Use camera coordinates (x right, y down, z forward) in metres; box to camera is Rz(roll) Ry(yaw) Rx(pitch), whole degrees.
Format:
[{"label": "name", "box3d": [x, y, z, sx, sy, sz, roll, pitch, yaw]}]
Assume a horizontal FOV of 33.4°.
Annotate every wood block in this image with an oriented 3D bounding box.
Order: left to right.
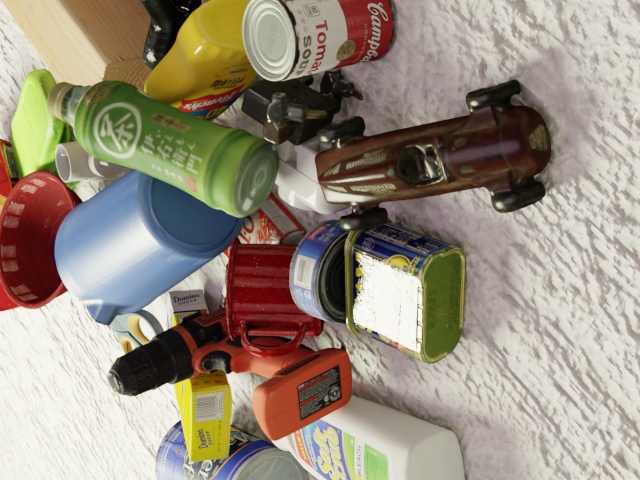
[{"label": "wood block", "box3d": [-0.243, -0.226, 1.113, 0.206, 0.090, 0.090, 52, 139, 24]}]

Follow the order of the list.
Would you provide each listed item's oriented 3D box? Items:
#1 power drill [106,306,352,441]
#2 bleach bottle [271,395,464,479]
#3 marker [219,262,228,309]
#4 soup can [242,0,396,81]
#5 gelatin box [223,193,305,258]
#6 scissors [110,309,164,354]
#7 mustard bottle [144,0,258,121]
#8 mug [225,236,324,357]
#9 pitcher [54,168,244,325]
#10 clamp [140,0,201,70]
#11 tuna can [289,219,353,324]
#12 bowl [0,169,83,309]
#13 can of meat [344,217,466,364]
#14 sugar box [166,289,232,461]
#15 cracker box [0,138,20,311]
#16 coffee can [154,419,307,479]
[{"label": "power drill", "box3d": [-0.078, 0.117, 0.977, 0.188, 0.184, 0.057, 21, 126, 46]}, {"label": "bleach bottle", "box3d": [0.023, 0.193, 0.987, 0.251, 0.067, 0.102, 11, 111, 52]}, {"label": "marker", "box3d": [-0.097, 0.070, 1.120, 0.020, 0.020, 0.121, 42, 135, 33]}, {"label": "soup can", "box3d": [-0.001, -0.164, 0.821, 0.069, 0.102, 0.068, 25, 124, 44]}, {"label": "gelatin box", "box3d": [-0.057, 0.001, 1.028, 0.073, 0.030, 0.089, 48, 138, 29]}, {"label": "scissors", "box3d": [-0.236, 0.076, 1.224, 0.202, 0.016, 0.096, 50, 136, 18]}, {"label": "mustard bottle", "box3d": [-0.107, -0.148, 0.968, 0.192, 0.096, 0.058, -38, 73, 52]}, {"label": "mug", "box3d": [-0.038, 0.053, 0.948, 0.093, 0.081, 0.117, 87, -174, -47]}, {"label": "pitcher", "box3d": [-0.168, -0.020, 1.069, 0.243, 0.144, 0.149, -25, 93, 58]}, {"label": "clamp", "box3d": [-0.128, -0.217, 0.986, 0.039, 0.120, 0.172, 37, 155, 9]}, {"label": "tuna can", "box3d": [0.017, 0.027, 0.899, 0.034, 0.085, 0.086, 17, 119, 46]}, {"label": "bowl", "box3d": [-0.313, 0.001, 1.248, 0.162, 0.055, 0.162, -6, 81, 41]}, {"label": "can of meat", "box3d": [0.069, 0.041, 0.863, 0.084, 0.057, 0.102, 22, 123, 42]}, {"label": "sugar box", "box3d": [-0.130, 0.137, 1.115, 0.176, 0.048, 0.093, -120, 30, -55]}, {"label": "cracker box", "box3d": [-0.413, -0.024, 1.398, 0.164, 0.072, 0.214, -166, 61, -78]}, {"label": "coffee can", "box3d": [-0.096, 0.251, 1.130, 0.141, 0.102, 0.103, 13, 116, 49]}]
